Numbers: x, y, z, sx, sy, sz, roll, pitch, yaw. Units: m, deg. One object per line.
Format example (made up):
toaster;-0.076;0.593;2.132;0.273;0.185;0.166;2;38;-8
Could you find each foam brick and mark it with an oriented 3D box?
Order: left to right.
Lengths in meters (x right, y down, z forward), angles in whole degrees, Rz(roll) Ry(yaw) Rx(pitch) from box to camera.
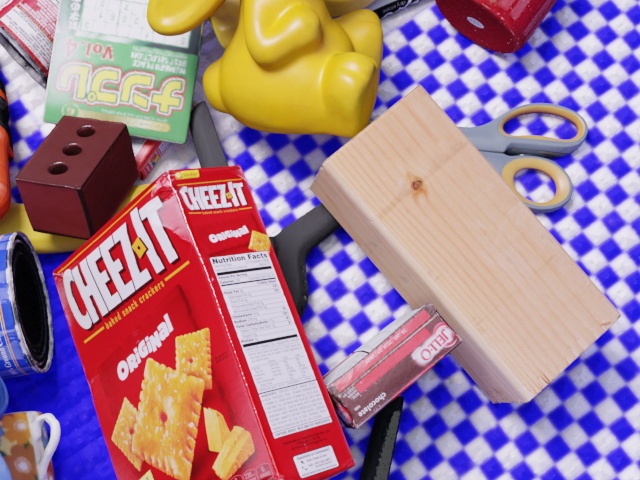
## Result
foam brick;-0.173;-0.046;0.766;0.053;0.051;0.078;8;44;15

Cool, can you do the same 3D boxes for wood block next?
wood block;0.097;0.006;0.745;0.090;0.090;0.206;-40;87;-11

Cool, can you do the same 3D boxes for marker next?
marker;0.062;-0.194;0.856;0.121;0.020;0.020;-24;75;-5

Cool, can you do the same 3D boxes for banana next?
banana;-0.213;-0.022;0.806;0.198;0.037;0.069;7;75;3

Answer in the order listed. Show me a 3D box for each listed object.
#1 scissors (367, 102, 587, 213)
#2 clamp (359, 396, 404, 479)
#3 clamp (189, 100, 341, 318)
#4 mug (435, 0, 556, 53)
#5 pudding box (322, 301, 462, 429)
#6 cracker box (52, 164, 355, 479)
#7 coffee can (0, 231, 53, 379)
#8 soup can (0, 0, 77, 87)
scissors;0.107;-0.061;0.820;0.201;0.016;0.096;-7;74;0
clamp;0.035;0.194;0.739;0.171;0.039;0.120;-36;75;-8
clamp;-0.055;0.001;0.796;0.164;0.036;0.210;24;77;7
mug;0.136;-0.204;0.812;0.093;0.117;0.081;29;80;42
pudding box;0.043;0.087;0.729;0.090;0.113;0.039;-37;88;-9
cracker box;-0.088;0.081;0.710;0.071;0.164;0.214;-7;69;-46
coffee can;-0.271;0.056;0.752;0.140;0.103;0.103;-10;74;-2
soup can;-0.201;-0.179;0.834;0.068;0.068;0.102;43;79;12
